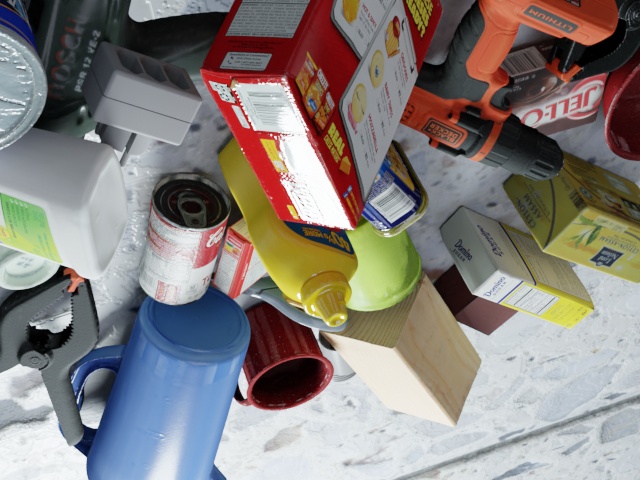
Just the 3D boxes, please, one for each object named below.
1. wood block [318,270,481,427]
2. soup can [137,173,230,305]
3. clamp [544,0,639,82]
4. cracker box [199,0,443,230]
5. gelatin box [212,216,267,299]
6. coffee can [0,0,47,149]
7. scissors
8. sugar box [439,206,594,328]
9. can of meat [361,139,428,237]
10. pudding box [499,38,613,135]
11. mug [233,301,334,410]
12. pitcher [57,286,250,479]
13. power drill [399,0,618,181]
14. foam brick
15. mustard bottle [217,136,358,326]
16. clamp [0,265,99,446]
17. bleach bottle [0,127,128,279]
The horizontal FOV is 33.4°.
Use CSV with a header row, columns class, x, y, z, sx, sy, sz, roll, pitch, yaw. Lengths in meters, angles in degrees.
class,x,y,z,sx,sy,sz,roll,pitch,yaw
wood block,0.090,0.111,1.134,0.090,0.091,0.206,-64,145,-20
soup can,-0.122,0.001,0.941,0.068,0.068,0.102,-4,138,-24
clamp,0.269,-0.196,0.908,0.120,0.039,0.171,33,105,-29
cracker box,0.009,-0.141,0.741,0.072,0.213,0.164,8,150,25
gelatin box,-0.056,0.001,0.974,0.089,0.030,0.073,-41,159,-44
coffee can,-0.234,-0.135,0.669,0.102,0.140,0.103,-14,141,-12
scissors,-0.065,0.035,1.038,0.201,0.096,0.016,22,119,-5
sugar box,0.208,0.031,1.125,0.175,0.093,0.048,18,126,-39
can of meat,0.039,-0.065,0.922,0.057,0.102,0.083,-35,138,14
pudding box,0.203,-0.137,0.972,0.113,0.039,0.090,-15,141,-11
mug,-0.051,0.124,1.108,0.117,0.081,0.093,-43,138,22
pitcher,-0.160,0.157,1.067,0.149,0.145,0.243,-11,137,-35
power drill,0.157,-0.135,0.873,0.184,0.057,0.188,21,137,-14
foam brick,0.172,0.062,1.174,0.051,0.053,0.078,-42,138,21
mustard bottle,-0.018,-0.006,0.886,0.096,0.192,0.058,21,124,-42
clamp,-0.260,0.108,1.003,0.164,0.036,0.210,27,115,-28
bleach bottle,-0.264,-0.048,0.738,0.251,0.068,0.102,14,145,8
